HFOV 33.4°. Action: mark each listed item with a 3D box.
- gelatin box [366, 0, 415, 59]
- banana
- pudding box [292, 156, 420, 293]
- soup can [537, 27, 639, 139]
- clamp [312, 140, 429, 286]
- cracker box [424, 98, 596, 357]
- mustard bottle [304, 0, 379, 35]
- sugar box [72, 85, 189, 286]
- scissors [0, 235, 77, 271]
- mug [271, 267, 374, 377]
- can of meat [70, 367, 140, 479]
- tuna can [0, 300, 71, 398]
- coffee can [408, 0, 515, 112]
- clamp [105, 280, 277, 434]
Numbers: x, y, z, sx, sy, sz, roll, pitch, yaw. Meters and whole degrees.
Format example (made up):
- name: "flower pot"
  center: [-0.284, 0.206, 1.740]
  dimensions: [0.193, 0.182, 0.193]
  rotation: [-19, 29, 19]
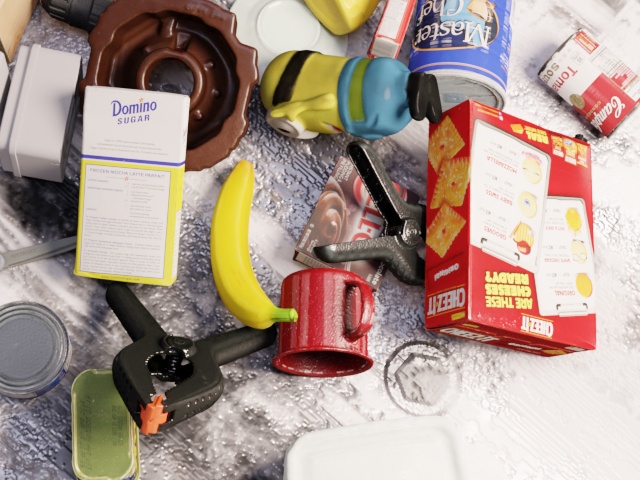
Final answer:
- name: "gelatin box"
  center: [0.071, -0.212, 1.085]
  dimensions: [0.030, 0.089, 0.073]
  rotation: [19, 71, 0]
- name: "banana"
  center: [-0.072, 0.012, 1.006]
  dimensions: [0.070, 0.037, 0.198]
  rotation: [-25, 55, 8]
- name: "pudding box"
  center: [0.035, -0.013, 1.044]
  dimensions: [0.090, 0.039, 0.113]
  rotation: [26, 72, 0]
- name: "soup can"
  center: [0.286, -0.164, 1.110]
  dimensions: [0.102, 0.068, 0.068]
  rotation: [44, 72, 7]
- name: "clamp"
  center: [0.072, -0.017, 1.004]
  dimensions: [0.171, 0.039, 0.120]
  rotation: [21, 79, -35]
- name: "cracker box"
  center: [0.181, -0.007, 1.018]
  dimensions: [0.164, 0.072, 0.213]
  rotation: [15, 69, -31]
- name: "mustard bottle"
  center: [0.058, -0.306, 1.119]
  dimensions: [0.191, 0.058, 0.096]
  rotation: [-46, 110, -27]
- name: "sugar box"
  center: [-0.174, -0.051, 0.986]
  dimensions: [0.093, 0.048, 0.176]
  rotation: [6, 96, -1]
- name: "scissors"
  center: [-0.323, 0.009, 1.001]
  dimensions: [0.201, 0.016, 0.096]
  rotation: [-31, 79, -16]
- name: "mug"
  center: [0.009, 0.072, 0.977]
  dimensions: [0.093, 0.117, 0.081]
  rotation: [15, 64, -29]
- name: "can of meat"
  center: [-0.189, 0.166, 0.933]
  dimensions: [0.057, 0.084, 0.102]
  rotation: [-3, 73, -9]
- name: "tuna can"
  center: [-0.270, 0.100, 0.970]
  dimensions: [0.086, 0.034, 0.086]
  rotation: [2, 72, -7]
- name: "coffee can"
  center: [0.144, -0.205, 1.086]
  dimensions: [0.102, 0.103, 0.140]
  rotation: [11, 71, -4]
- name: "clamp"
  center: [-0.135, 0.098, 0.927]
  dimensions: [0.164, 0.209, 0.036]
  rotation: [17, 112, 4]
